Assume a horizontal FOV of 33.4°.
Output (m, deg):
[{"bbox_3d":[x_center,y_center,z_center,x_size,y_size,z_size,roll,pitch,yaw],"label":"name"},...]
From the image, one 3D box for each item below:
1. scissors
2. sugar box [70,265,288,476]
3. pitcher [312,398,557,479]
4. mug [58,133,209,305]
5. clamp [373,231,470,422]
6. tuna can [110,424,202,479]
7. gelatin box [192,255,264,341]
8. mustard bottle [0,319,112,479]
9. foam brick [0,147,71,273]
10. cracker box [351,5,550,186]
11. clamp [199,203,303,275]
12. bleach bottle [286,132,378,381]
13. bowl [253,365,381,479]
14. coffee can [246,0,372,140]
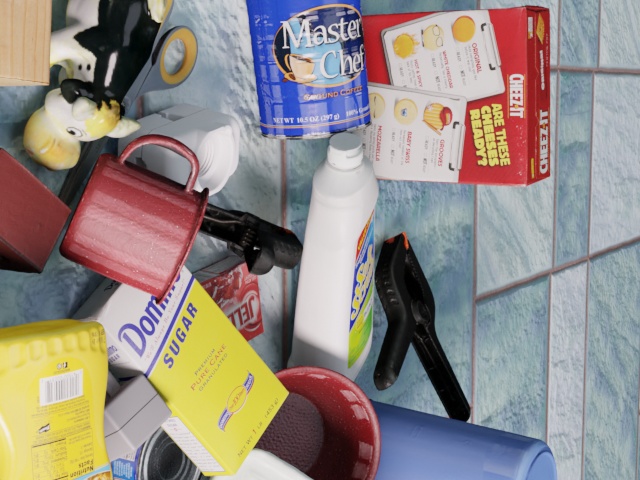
[{"bbox_3d":[-0.145,-0.105,0.834,0.096,0.016,0.202,31,72,-57],"label":"scissors"},{"bbox_3d":[-0.108,0.094,0.844,0.176,0.048,0.093,54,49,-24],"label":"sugar box"},{"bbox_3d":[0.093,0.234,1.030,0.144,0.243,0.149,24,74,-56],"label":"pitcher"},{"bbox_3d":[-0.130,-0.021,0.762,0.117,0.081,0.093,-62,-166,18],"label":"mug"},{"bbox_3d":[0.090,0.084,1.124,0.164,0.036,0.210,23,48,-52],"label":"clamp"},{"bbox_3d":[-0.132,0.178,0.872,0.085,0.034,0.086,-11,103,-56],"label":"tuna can"},{"bbox_3d":[-0.087,0.060,0.928,0.089,0.030,0.073,-26,116,-52],"label":"gelatin box"},{"bbox_3d":[-0.175,0.149,0.671,0.096,0.058,0.191,-8,97,-53],"label":"mustard bottle"},{"bbox_3d":[-0.214,-0.020,0.704,0.078,0.053,0.051,50,54,-47],"label":"foam brick"},{"bbox_3d":[0.114,-0.140,1.041,0.071,0.214,0.164,-18,109,-54],"label":"cracker box"},{"bbox_3d":[-0.056,0.001,0.900,0.039,0.120,0.171,-58,151,11],"label":"clamp"},{"bbox_3d":[0.014,0.019,0.978,0.102,0.068,0.251,-55,155,-47],"label":"bleach bottle"},{"bbox_3d":[-0.028,0.188,0.976,0.161,0.055,0.162,-3,97,-22],"label":"bowl"},{"bbox_3d":[-0.011,-0.169,0.949,0.102,0.103,0.140,-28,117,-52],"label":"coffee can"}]
